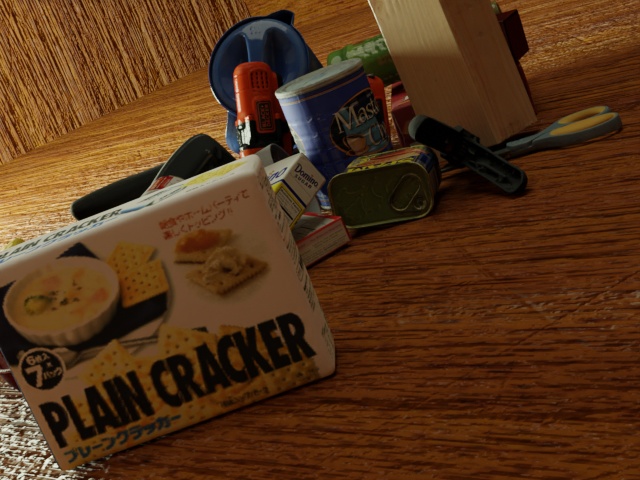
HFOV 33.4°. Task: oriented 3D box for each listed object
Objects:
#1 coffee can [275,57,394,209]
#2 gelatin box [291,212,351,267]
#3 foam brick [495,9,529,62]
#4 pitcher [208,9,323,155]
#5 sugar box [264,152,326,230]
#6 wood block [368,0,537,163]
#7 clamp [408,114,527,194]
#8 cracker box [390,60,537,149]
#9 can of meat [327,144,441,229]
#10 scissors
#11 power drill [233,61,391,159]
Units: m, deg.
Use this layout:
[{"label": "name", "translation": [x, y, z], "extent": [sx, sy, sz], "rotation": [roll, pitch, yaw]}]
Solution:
[{"label": "coffee can", "translation": [0.022, -0.119, 1.192], "extent": [0.103, 0.140, 0.103], "rotation": [-20, 15, 6]}, {"label": "gelatin box", "translation": [-0.025, 0.007, 1.038], "extent": [0.089, 0.030, 0.073], "rotation": [-31, 18, -22]}, {"label": "foam brick", "translation": [0.194, -0.230, 1.245], "extent": [0.078, 0.051, 0.052], "rotation": [-8, 22, 34]}, {"label": "pitcher", "translation": [-0.049, -0.187, 1.426], "extent": [0.149, 0.145, 0.242], "rotation": [-26, -16, 12]}, {"label": "sugar box", "translation": [-0.074, -0.004, 1.002], "extent": [0.094, 0.048, 0.176], "rotation": [-18, 33, 47]}, {"label": "wood block", "translation": [0.142, -0.200, 1.153], "extent": [0.091, 0.206, 0.090], "rotation": [-16, 10, 46]}, {"label": "clamp", "translation": [0.144, -0.085, 1.037], "extent": [0.039, 0.120, 0.171], "rotation": [-54, -3, 12]}, {"label": "cracker box", "translation": [0.173, -0.185, 1.341], "extent": [0.164, 0.072, 0.213], "rotation": [-19, 16, 11]}, {"label": "can of meat", "translation": [0.067, -0.055, 1.063], "extent": [0.102, 0.057, 0.083], "rotation": [-10, 15, 18]}, {"label": "scissors", "translation": [0.217, -0.104, 1.111], "extent": [0.202, 0.016, 0.096], "rotation": [-12, 16, 32]}, {"label": "power drill", "translation": [-0.009, -0.123, 1.268], "extent": [0.187, 0.184, 0.057], "rotation": [-7, 1, -26]}]
